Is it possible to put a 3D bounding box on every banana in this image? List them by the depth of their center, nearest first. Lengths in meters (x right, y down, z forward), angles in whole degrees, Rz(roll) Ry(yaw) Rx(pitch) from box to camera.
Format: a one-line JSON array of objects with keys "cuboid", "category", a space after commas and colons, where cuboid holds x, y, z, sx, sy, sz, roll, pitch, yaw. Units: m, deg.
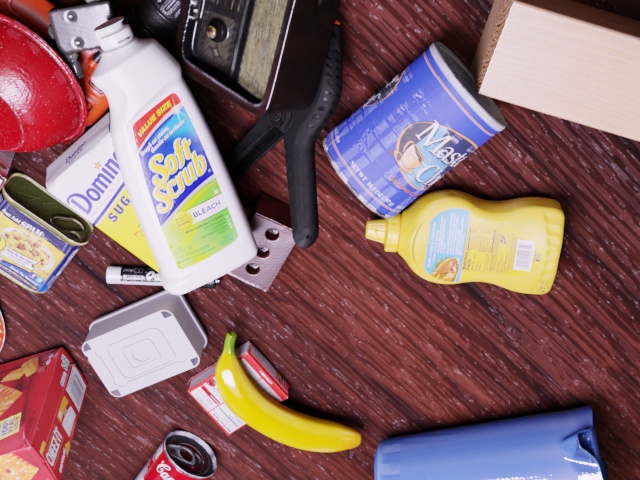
[{"cuboid": [-0.046, 0.181, 1.148, 0.197, 0.037, 0.070, 40, 111, -18], "category": "banana"}]

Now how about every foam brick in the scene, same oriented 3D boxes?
[{"cuboid": [-0.057, 0.001, 1.088, 0.053, 0.051, 0.078, 26, 114, -9], "category": "foam brick"}]

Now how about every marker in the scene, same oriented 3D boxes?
[{"cuboid": [-0.165, 0.039, 1.131, 0.121, 0.020, 0.020, 3, 115, 2], "category": "marker"}]

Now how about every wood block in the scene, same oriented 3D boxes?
[{"cuboid": [0.252, -0.158, 0.974, 0.206, 0.090, 0.091, 16, 115, -4], "category": "wood block"}]

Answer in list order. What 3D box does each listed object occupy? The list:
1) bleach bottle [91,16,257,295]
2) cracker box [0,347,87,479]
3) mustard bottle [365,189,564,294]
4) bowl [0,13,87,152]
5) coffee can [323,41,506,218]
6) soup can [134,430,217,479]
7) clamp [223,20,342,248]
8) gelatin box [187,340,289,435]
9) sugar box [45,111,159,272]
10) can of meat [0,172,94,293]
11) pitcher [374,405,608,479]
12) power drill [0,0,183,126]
[{"cuboid": [-0.147, -0.080, 0.976, 0.102, 0.068, 0.251, -27, 115, -8], "category": "bleach bottle"}, {"cuboid": [-0.371, 0.211, 1.141, 0.214, 0.164, 0.072, -17, 121, 11], "category": "cracker box"}, {"cuboid": [0.141, -0.002, 1.070, 0.191, 0.058, 0.096, 6, 116, 1], "category": "mustard bottle"}, {"cuboid": [-0.300, -0.135, 0.996, 0.162, 0.055, 0.162, 20, 143, 16], "category": "bowl"}, {"cuboid": [0.088, -0.103, 1.003, 0.140, 0.102, 0.102, -39, 107, 19], "category": "coffee can"}, {"cuboid": [-0.173, 0.275, 1.215, 0.068, 0.068, 0.102, 32, 114, -11], "category": "soup can"}, {"cuboid": [-0.024, -0.106, 1.003, 0.036, 0.165, 0.210, 8, 114, -44], "category": "clamp"}, {"cuboid": [-0.091, 0.163, 1.178, 0.089, 0.030, 0.073, -34, 110, 17], "category": "gelatin box"}, {"cuboid": [-0.175, -0.038, 1.056, 0.093, 0.048, 0.176, -38, 126, 19], "category": "sugar box"}, {"cuboid": [-0.300, -0.005, 1.099, 0.102, 0.057, 0.084, 36, 114, -13], "category": "can of meat"}, {"cuboid": [0.188, 0.264, 1.163, 0.243, 0.145, 0.149, -8, 102, 11], "category": "pitcher"}, {"cuboid": [-0.231, -0.222, 0.992, 0.187, 0.057, 0.185, 42, 111, -15], "category": "power drill"}]
